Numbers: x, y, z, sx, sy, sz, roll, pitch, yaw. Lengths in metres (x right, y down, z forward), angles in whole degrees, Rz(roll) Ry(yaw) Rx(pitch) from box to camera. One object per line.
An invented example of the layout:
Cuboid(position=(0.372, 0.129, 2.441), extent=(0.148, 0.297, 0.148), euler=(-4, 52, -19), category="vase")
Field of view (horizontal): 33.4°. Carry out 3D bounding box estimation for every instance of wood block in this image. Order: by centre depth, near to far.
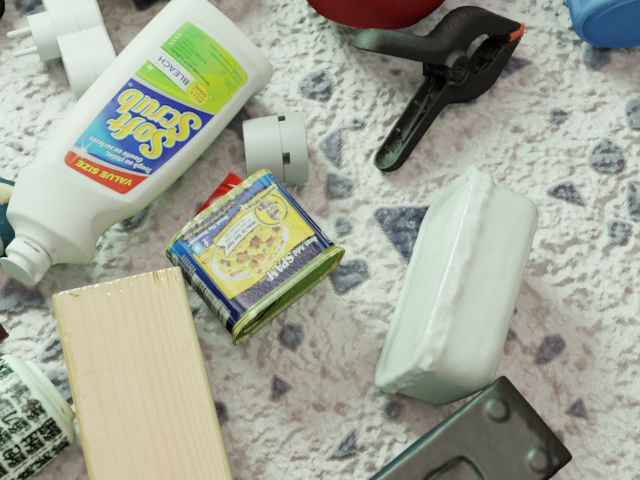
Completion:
Cuboid(position=(-0.115, 0.135, 0.727), extent=(0.090, 0.090, 0.206), euler=(-12, 71, -11), category="wood block")

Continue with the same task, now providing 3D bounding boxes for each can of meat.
Cuboid(position=(-0.048, 0.010, 0.765), extent=(0.102, 0.057, 0.084), euler=(-38, 79, -18), category="can of meat")

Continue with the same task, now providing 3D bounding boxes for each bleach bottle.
Cuboid(position=(-0.140, -0.066, 0.784), extent=(0.102, 0.068, 0.250), euler=(42, 61, -18), category="bleach bottle")

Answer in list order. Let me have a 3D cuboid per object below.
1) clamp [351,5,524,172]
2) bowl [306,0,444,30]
Cuboid(position=(0.097, -0.129, 0.860), extent=(0.171, 0.120, 0.039), euler=(-22, 40, -29), category="clamp")
Cuboid(position=(0.041, -0.214, 0.870), extent=(0.162, 0.055, 0.162), euler=(5, 32, -3), category="bowl")
